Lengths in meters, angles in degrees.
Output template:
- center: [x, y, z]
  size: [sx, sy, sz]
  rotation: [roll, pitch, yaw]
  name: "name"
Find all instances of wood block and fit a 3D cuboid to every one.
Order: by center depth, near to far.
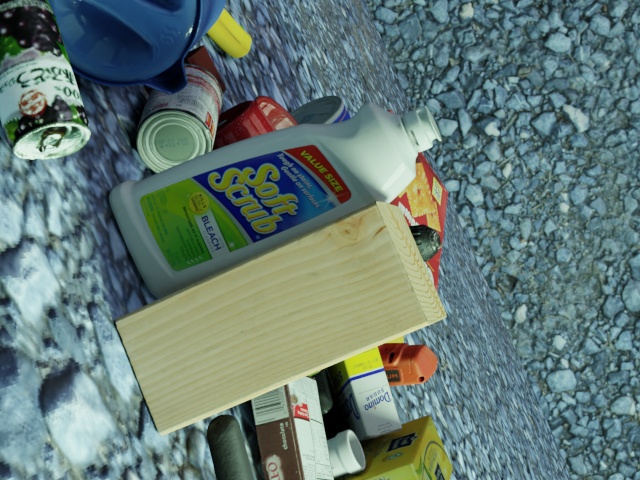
- center: [-0.027, 0.055, 0.763]
  size: [0.091, 0.206, 0.090]
  rotation: [67, 14, 6]
  name: "wood block"

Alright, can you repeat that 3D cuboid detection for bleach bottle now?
- center: [-0.031, -0.046, 0.820]
  size: [0.102, 0.251, 0.068]
  rotation: [66, 14, 0]
  name: "bleach bottle"

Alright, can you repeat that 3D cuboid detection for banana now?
- center: [-0.128, -0.268, 1.298]
  size: [0.070, 0.037, 0.197]
  rotation: [51, 6, 23]
  name: "banana"

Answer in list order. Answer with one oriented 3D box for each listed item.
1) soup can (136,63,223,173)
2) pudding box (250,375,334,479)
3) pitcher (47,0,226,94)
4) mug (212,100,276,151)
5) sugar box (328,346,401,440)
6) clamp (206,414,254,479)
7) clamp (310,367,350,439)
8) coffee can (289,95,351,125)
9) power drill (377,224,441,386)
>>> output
- center: [-0.125, -0.109, 0.959]
  size: [0.068, 0.068, 0.102]
  rotation: [59, 16, -27]
  name: "soup can"
- center: [-0.024, 0.169, 0.918]
  size: [0.090, 0.039, 0.113]
  rotation: [42, 36, -67]
  name: "pudding box"
- center: [-0.155, -0.226, 0.932]
  size: [0.242, 0.145, 0.149]
  rotation: [-79, -178, -73]
  name: "pitcher"
- center: [-0.082, -0.087, 1.074]
  size: [0.081, 0.093, 0.117]
  rotation: [56, -15, -18]
  name: "mug"
- center: [0.029, 0.118, 1.112]
  size: [0.093, 0.048, 0.176]
  rotation: [139, -63, -73]
  name: "sugar box"
- center: [-0.035, 0.250, 0.767]
  size: [0.164, 0.036, 0.210]
  rotation: [56, 19, -44]
  name: "clamp"
- center: [-0.009, 0.123, 1.080]
  size: [0.120, 0.039, 0.171]
  rotation: [76, -2, -55]
  name: "clamp"
- center: [0.014, -0.105, 1.409]
  size: [0.140, 0.103, 0.103]
  rotation: [59, 15, -26]
  name: "coffee can"
- center: [0.068, 0.071, 1.193]
  size: [0.057, 0.185, 0.187]
  rotation: [-46, 122, -52]
  name: "power drill"
